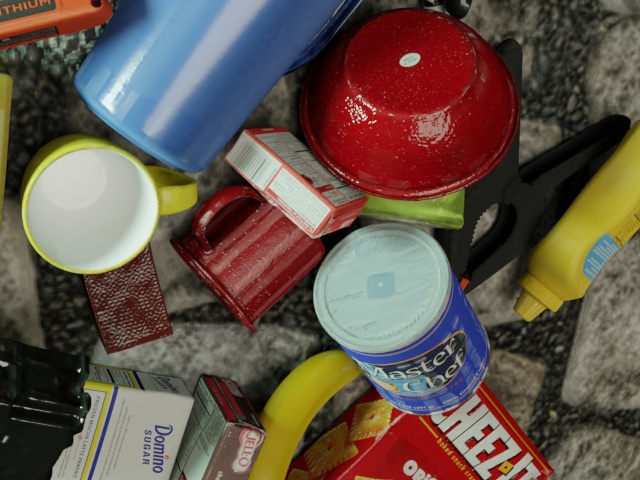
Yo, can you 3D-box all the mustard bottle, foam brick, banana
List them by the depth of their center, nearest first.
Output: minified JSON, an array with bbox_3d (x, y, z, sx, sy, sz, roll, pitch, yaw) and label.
[{"bbox_3d":[-0.146,0.035,0.786,0.053,0.051,0.078,-17,112,-15],"label":"foam brick"},{"bbox_3d":[-0.019,0.154,0.851,0.069,0.037,0.197,44,62,-11],"label":"banana"},{"bbox_3d":[0.231,-0.009,0.903,0.192,0.058,0.096,-51,157,7],"label":"mustard bottle"}]

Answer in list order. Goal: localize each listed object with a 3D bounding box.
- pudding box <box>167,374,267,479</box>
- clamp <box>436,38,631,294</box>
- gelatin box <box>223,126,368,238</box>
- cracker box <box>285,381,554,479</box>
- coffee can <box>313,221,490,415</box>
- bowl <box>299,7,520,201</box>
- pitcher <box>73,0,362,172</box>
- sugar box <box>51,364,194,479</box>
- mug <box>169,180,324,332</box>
[{"bbox_3d":[-0.088,0.174,0.833,0.039,0.090,0.113,21,100,-23],"label":"pudding box"},{"bbox_3d":[0.151,-0.053,0.878,0.164,0.036,0.210,32,96,-36],"label":"clamp"},{"bbox_3d":[-0.016,-0.042,0.757,0.089,0.073,0.030,42,109,10],"label":"gelatin box"},{"bbox_3d":[0.076,0.213,0.921,0.213,0.072,0.164,-42,118,-5],"label":"cracker box"},{"bbox_3d":[0.066,0.063,0.820,0.103,0.103,0.140,-42,145,-4],"label":"coffee can"},{"bbox_3d":[0.063,-0.111,0.760,0.162,0.162,0.055,-29,155,-10],"label":"bowl"},{"bbox_3d":[-0.049,-0.166,0.723,0.149,0.145,0.243,36,96,-14],"label":"pitcher"},{"bbox_3d":[-0.193,0.139,0.806,0.176,0.048,0.093,13,102,-28],"label":"sugar box"},{"bbox_3d":[-0.055,0.001,0.785,0.081,0.093,0.117,-43,142,-9],"label":"mug"}]
